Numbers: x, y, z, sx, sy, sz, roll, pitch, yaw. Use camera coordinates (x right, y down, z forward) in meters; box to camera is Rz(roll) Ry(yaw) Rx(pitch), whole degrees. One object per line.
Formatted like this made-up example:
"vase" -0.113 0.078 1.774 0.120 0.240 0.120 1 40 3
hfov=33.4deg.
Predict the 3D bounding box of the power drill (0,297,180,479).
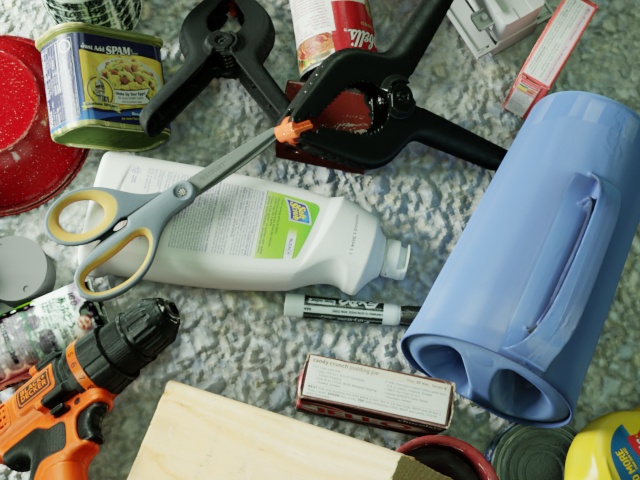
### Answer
"power drill" -0.156 0.148 0.746 0.184 0.057 0.188 -39 43 15

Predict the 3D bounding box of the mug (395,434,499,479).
"mug" 0.070 0.195 0.790 0.117 0.081 0.093 -9 77 -4

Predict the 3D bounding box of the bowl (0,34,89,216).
"bowl" -0.268 -0.103 0.865 0.162 0.055 0.162 0 77 -2

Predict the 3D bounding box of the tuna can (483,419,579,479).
"tuna can" 0.169 0.180 0.822 0.086 0.034 0.086 0 76 -2

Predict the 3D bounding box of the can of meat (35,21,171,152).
"can of meat" -0.171 -0.120 0.854 0.101 0.058 0.084 1 75 -45

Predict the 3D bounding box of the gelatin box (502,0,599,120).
"gelatin box" 0.188 -0.152 0.883 0.030 0.073 0.089 30 77 5

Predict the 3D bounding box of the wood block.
"wood block" -0.022 0.172 0.735 0.206 0.090 0.090 10 73 38

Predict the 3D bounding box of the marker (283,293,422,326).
"marker" 0.031 0.057 0.855 0.121 0.020 0.020 5 76 -1

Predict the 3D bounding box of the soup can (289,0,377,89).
"soup can" 0.009 -0.183 0.887 0.068 0.068 0.102 -8 76 -4

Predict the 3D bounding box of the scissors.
"scissors" -0.125 -0.041 0.807 0.096 0.016 0.201 37 70 6

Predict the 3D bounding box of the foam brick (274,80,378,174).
"foam brick" 0.004 -0.092 0.873 0.078 0.053 0.051 11 76 1

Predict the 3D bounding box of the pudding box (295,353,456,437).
"pudding box" 0.038 0.118 0.803 0.113 0.090 0.039 10 76 0

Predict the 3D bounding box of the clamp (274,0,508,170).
"clamp" 0.062 -0.103 0.839 0.209 0.036 0.164 -29 99 -29

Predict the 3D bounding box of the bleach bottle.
"bleach bottle" -0.056 0.001 0.844 0.251 0.068 0.102 11 74 -1

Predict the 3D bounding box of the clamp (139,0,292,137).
"clamp" -0.068 -0.144 0.860 0.120 0.039 0.171 10 56 4

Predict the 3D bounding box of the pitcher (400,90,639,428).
"pitcher" 0.171 0.006 0.800 0.149 0.145 0.242 11 63 38
